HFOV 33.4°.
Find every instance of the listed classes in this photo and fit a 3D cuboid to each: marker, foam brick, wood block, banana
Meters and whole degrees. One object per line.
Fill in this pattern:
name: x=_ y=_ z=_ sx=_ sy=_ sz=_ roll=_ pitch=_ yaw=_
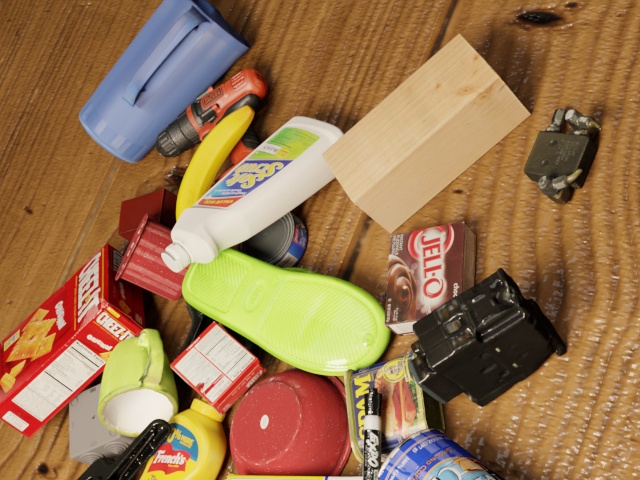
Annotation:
marker: x=0.050 y=0.204 z=1.043 sx=0.020 sy=0.020 sz=0.121 roll=-10 pitch=69 yaw=32
foam brick: x=-0.224 y=-0.029 z=1.427 sx=0.078 sy=0.051 sz=0.053 roll=-14 pitch=60 yaw=31
wood block: x=0.116 y=-0.118 z=1.196 sx=0.206 sy=0.090 sz=0.090 roll=-41 pitch=48 yaw=12
banana: x=-0.137 y=-0.079 z=1.326 sx=0.070 sy=0.037 sz=0.198 roll=10 pitch=75 yaw=25

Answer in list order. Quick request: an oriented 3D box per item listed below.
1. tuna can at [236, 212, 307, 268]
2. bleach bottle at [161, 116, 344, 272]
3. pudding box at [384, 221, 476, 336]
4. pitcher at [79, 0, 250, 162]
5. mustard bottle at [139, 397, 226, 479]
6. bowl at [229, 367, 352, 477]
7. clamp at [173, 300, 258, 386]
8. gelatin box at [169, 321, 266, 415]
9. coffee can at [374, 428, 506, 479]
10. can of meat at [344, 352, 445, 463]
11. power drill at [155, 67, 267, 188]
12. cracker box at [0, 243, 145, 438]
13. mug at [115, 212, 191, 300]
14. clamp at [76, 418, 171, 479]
tuna can: x=-0.059 y=0.002 z=1.299 sx=0.086 sy=0.033 sz=0.086 roll=-18 pitch=57 yaw=29
bleach bottle: x=-0.080 y=-0.048 z=1.253 sx=0.250 sy=0.068 sz=0.103 roll=-42 pitch=41 yaw=-25
pudding box: x=0.118 y=0.041 z=1.142 sx=0.090 sy=0.039 sz=0.113 roll=-12 pitch=60 yaw=31
pitcher: x=-0.224 y=-0.227 z=1.477 sx=0.243 sy=0.149 sz=0.145 roll=-48 pitch=47 yaw=10
mustard bottle: x=-0.157 y=0.257 z=1.217 sx=0.096 sy=0.058 sz=0.191 roll=12 pitch=73 yaw=49
bowl: x=-0.044 y=0.206 z=1.163 sx=0.162 sy=0.055 sz=0.162 roll=-18 pitch=56 yaw=29
clamp: x=-0.138 y=0.094 z=1.305 sx=0.120 sy=0.039 sz=0.171 roll=-26 pitch=51 yaw=16
gelatin box: x=-0.116 y=0.145 z=1.214 sx=0.073 sy=0.030 sz=0.089 roll=-45 pitch=51 yaw=-12
coffee can: x=0.130 y=0.252 z=0.975 sx=0.140 sy=0.102 sz=0.103 roll=33 pitch=88 yaw=43
can of meat: x=0.077 y=0.171 z=1.091 sx=0.084 sy=0.057 sz=0.102 roll=-20 pitch=56 yaw=24
power drill: x=-0.136 y=-0.119 z=1.407 sx=0.185 sy=0.057 sz=0.188 roll=-34 pitch=51 yaw=22
cracker box: x=-0.325 y=0.124 z=1.374 sx=0.214 sy=0.072 sz=0.164 roll=-42 pitch=28 yaw=11
mug: x=-0.205 y=0.029 z=1.346 sx=0.117 sy=0.081 sz=0.093 roll=-46 pitch=22 yaw=55
clamp: x=-0.244 y=0.285 z=1.237 sx=0.210 sy=0.036 sz=0.164 roll=-16 pitch=46 yaw=57
